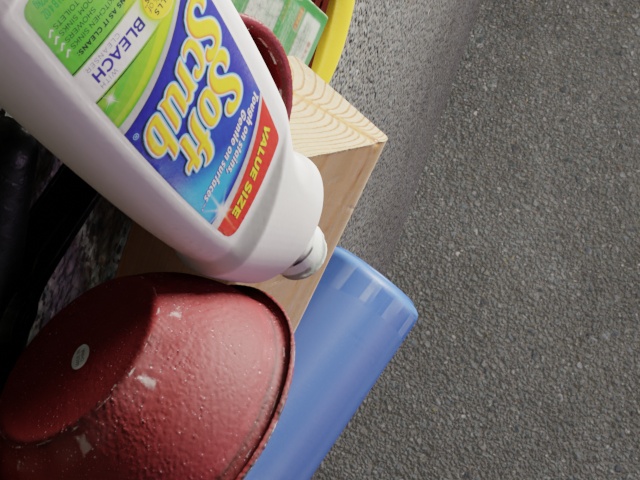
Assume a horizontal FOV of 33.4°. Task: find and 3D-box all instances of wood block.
[{"bbox_3d":[-0.054,0.001,0.653,0.090,0.091,0.206,-16,141,-44],"label":"wood block"}]

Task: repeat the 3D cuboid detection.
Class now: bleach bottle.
[{"bbox_3d":[-0.059,-0.060,0.438,0.102,0.068,0.250,-60,142,-14],"label":"bleach bottle"}]

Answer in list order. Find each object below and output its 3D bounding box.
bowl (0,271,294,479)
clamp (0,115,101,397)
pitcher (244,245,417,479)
[{"bbox_3d":[-0.092,0.068,0.478,0.055,0.162,0.162,49,49,-32],"label":"bowl"},{"bbox_3d":[-0.148,0.025,0.501,0.171,0.039,0.120,-67,168,8],"label":"clamp"},{"bbox_3d":[-0.031,0.124,0.944,0.243,0.149,0.145,-52,164,-5],"label":"pitcher"}]
